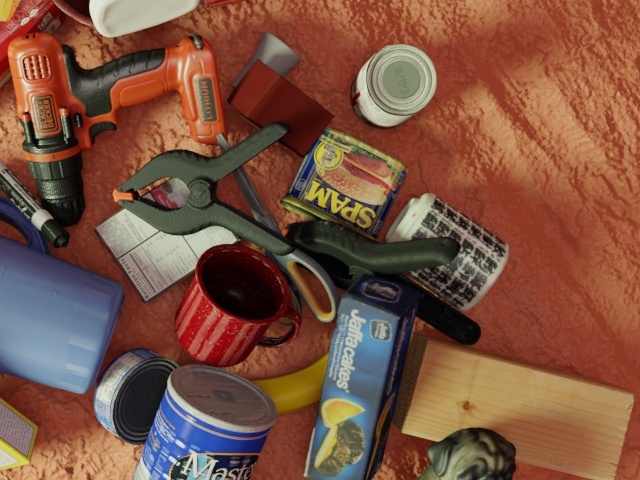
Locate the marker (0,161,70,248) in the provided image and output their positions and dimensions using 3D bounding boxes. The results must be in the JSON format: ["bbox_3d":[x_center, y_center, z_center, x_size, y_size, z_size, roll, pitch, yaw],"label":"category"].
[{"bbox_3d":[-0.271,-0.033,0.989,0.020,0.020,0.121,-46,64,-5],"label":"marker"}]

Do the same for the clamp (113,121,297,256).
[{"bbox_3d":[-0.100,-0.035,0.973,0.171,0.039,0.120,-10,90,9],"label":"clamp"}]

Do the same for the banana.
[{"bbox_3d":[-0.027,0.132,1.035,0.197,0.037,0.070,-26,73,-7],"label":"banana"}]

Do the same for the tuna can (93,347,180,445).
[{"bbox_3d":[-0.168,0.145,0.996,0.085,0.034,0.086,-20,119,-41],"label":"tuna can"}]

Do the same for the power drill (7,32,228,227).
[{"bbox_3d":[-0.184,-0.110,0.992,0.187,0.057,0.184,-12,117,-13],"label":"power drill"}]

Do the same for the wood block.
[{"bbox_3d":[0.181,0.159,1.027,0.206,0.090,0.091,15,89,-6],"label":"wood block"}]

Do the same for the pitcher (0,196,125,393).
[{"bbox_3d":[-0.304,0.043,0.968,0.242,0.145,0.149,20,100,-9],"label":"pitcher"}]

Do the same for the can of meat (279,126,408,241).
[{"bbox_3d":[0.024,-0.052,1.030,0.102,0.057,0.084,26,84,-6],"label":"can of meat"}]

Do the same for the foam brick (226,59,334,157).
[{"bbox_3d":[-0.038,-0.124,1.002,0.078,0.053,0.051,32,99,-39],"label":"foam brick"}]

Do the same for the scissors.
[{"bbox_3d":[-0.057,0.001,1.016,0.202,0.096,0.016,51,43,4],"label":"scissors"}]

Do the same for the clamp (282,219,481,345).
[{"bbox_3d":[0.054,0.032,1.003,0.210,0.164,0.036,14,60,32],"label":"clamp"}]

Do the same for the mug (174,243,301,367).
[{"bbox_3d":[-0.075,0.068,0.993,0.117,0.093,0.082,20,132,-15],"label":"mug"}]

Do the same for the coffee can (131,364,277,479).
[{"bbox_3d":[-0.111,0.199,0.971,0.102,0.103,0.140,21,106,-6],"label":"coffee can"}]

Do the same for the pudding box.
[{"bbox_3d":[-0.146,-0.006,1.021,0.113,0.039,0.090,-34,93,-3],"label":"pudding box"}]

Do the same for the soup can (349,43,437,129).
[{"bbox_3d":[0.068,-0.145,1.012,0.068,0.102,0.068,0,89,-6],"label":"soup can"}]

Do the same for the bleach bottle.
[{"bbox_3d":[-0.193,-0.310,0.954,0.102,0.068,0.251,-20,73,-11],"label":"bleach bottle"}]
